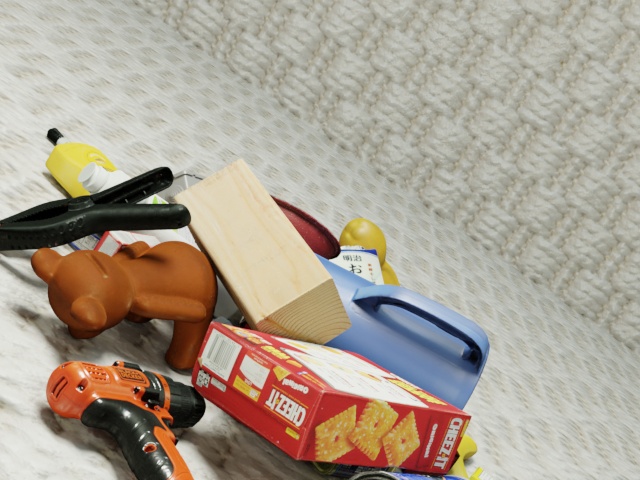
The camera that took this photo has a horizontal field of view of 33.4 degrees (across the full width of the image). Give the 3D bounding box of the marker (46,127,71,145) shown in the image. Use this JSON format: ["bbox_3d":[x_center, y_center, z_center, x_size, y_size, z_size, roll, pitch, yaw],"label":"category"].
[{"bbox_3d":[-0.345,-0.120,1.493,0.121,0.020,0.020,41,14,27],"label":"marker"}]

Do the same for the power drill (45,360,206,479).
[{"bbox_3d":[-0.122,0.177,0.893,0.188,0.057,0.184,41,12,33],"label":"power drill"}]

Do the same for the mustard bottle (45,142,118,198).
[{"bbox_3d":[-0.265,-0.050,1.352,0.192,0.058,0.096,44,15,33],"label":"mustard bottle"}]

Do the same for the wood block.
[{"bbox_3d":[-0.064,0.021,1.117,0.206,0.090,0.091,53,-11,39],"label":"wood block"}]

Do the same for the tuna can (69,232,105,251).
[{"bbox_3d":[-0.258,-0.003,1.251,0.086,0.034,0.086,33,13,-9],"label":"tuna can"}]

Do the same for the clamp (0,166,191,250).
[{"bbox_3d":[-0.233,-0.024,1.079,0.209,0.036,0.165,-16,21,-16],"label":"clamp"}]

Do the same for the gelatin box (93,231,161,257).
[{"bbox_3d":[-0.215,0.028,1.157,0.030,0.073,0.089,42,13,24],"label":"gelatin box"}]

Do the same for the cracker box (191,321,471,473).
[{"bbox_3d":[0.010,0.150,0.994,0.213,0.072,0.164,19,4,-45],"label":"cracker box"}]

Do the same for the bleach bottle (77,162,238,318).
[{"bbox_3d":[-0.185,-0.009,1.257,0.250,0.068,0.103,43,12,-34],"label":"bleach bottle"}]

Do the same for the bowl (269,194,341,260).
[{"bbox_3d":[-0.058,0.002,1.284,0.162,0.055,0.162,24,-19,9],"label":"bowl"}]

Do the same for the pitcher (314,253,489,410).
[{"bbox_3d":[0.062,0.108,1.195,0.243,0.149,0.145,30,5,-1],"label":"pitcher"}]
